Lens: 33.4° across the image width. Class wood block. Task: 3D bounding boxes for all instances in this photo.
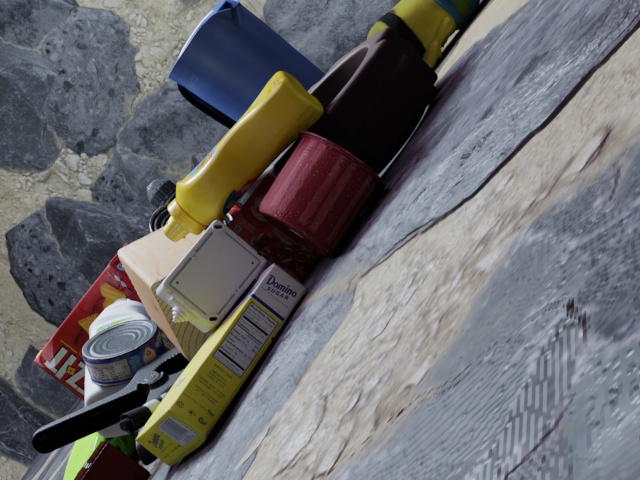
[{"bbox_3d":[-0.141,0.046,1.124,0.090,0.091,0.206,-29,17,-13],"label":"wood block"}]

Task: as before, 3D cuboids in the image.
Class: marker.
[{"bbox_3d":[-0.134,0.145,0.965,0.120,0.020,0.020,-23,-18,-48],"label":"marker"}]

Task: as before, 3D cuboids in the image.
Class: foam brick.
[{"bbox_3d":[-0.207,0.233,1.045,0.053,0.051,0.078,-54,8,-18],"label":"foam brick"}]

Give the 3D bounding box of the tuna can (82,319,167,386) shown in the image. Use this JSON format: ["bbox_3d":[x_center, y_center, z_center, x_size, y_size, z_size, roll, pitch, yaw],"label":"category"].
[{"bbox_3d":[-0.208,0.118,1.130,0.086,0.034,0.086,-14,21,5],"label":"tuna can"}]

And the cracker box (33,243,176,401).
[{"bbox_3d":[-0.266,0.136,1.452,0.214,0.164,0.072,-48,6,27],"label":"cracker box"}]

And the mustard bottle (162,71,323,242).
[{"bbox_3d":[-0.081,-0.072,1.009,0.192,0.058,0.096,-46,5,9],"label":"mustard bottle"}]

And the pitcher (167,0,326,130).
[{"bbox_3d":[-0.069,-0.190,1.378,0.145,0.242,0.149,-53,9,4],"label":"pitcher"}]

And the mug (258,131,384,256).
[{"bbox_3d":[0.000,-0.036,0.972,0.081,0.093,0.117,-57,-14,-7],"label":"mug"}]

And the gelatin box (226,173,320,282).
[{"bbox_3d":[-0.038,-0.009,1.030,0.073,0.089,0.030,-54,7,-19],"label":"gelatin box"}]

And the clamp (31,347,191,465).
[{"bbox_3d":[-0.156,0.151,1.034,0.165,0.036,0.209,1,27,45],"label":"clamp"}]

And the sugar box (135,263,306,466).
[{"bbox_3d":[-0.086,0.107,0.933,0.093,0.048,0.176,-43,12,53],"label":"sugar box"}]

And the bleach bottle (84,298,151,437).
[{"bbox_3d":[-0.221,0.130,1.243,0.102,0.068,0.251,-19,24,-2],"label":"bleach bottle"}]

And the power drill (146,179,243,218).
[{"bbox_3d":[-0.142,-0.022,1.456,0.057,0.184,0.187,-50,-2,11],"label":"power drill"}]
